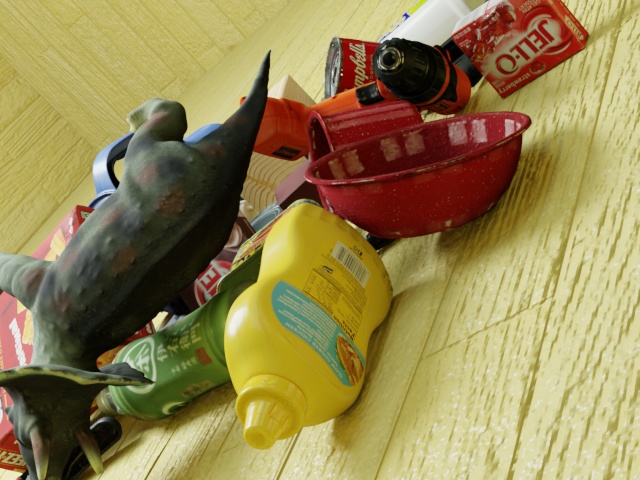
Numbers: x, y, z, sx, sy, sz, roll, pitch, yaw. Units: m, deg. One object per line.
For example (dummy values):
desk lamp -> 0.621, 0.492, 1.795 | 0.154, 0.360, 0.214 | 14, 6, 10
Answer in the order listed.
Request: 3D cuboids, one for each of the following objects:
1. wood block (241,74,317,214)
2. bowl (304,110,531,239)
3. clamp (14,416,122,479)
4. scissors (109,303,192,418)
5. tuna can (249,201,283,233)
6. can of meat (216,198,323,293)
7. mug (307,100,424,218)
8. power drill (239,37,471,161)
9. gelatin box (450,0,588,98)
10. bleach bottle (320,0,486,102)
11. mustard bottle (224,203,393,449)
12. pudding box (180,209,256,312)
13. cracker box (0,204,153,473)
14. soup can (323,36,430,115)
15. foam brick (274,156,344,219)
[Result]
wood block -> -0.045, -0.109, 1.232 | 0.090, 0.090, 0.206 | -40, 16, 17
bowl -> 0.073, -0.042, 0.747 | 0.162, 0.055, 0.162 | -15, 14, 4
clamp -> -0.245, 0.223, 0.948 | 0.172, 0.039, 0.120 | -36, 11, 48
scissors -> -0.150, 0.101, 1.075 | 0.096, 0.016, 0.201 | -35, 17, 28
tuna can -> -0.057, 0.001, 1.071 | 0.086, 0.033, 0.086 | -40, 15, 13
can of meat -> -0.034, 0.018, 0.926 | 0.102, 0.057, 0.084 | -38, 13, 19
mug -> 0.040, -0.061, 0.871 | 0.081, 0.093, 0.117 | -13, -26, -10
power drill -> 0.027, -0.123, 0.936 | 0.188, 0.057, 0.184 | -13, -8, 22
gelatin box -> 0.165, -0.171, 0.889 | 0.089, 0.073, 0.030 | -30, 21, 40
bleach bottle -> 0.090, -0.218, 1.238 | 0.251, 0.068, 0.102 | -35, 15, 36
mustard bottle -> -0.012, 0.060, 0.673 | 0.058, 0.096, 0.191 | -34, 18, 31
pudding box -> -0.105, 0.011, 1.019 | 0.090, 0.113, 0.039 | -39, -15, 16
cracker box -> -0.256, 0.095, 1.018 | 0.214, 0.072, 0.164 | -43, 46, 25
soup can -> 0.060, -0.161, 1.049 | 0.068, 0.102, 0.068 | -176, 90, -78
foam brick -> -0.007, -0.040, 1.020 | 0.051, 0.053, 0.078 | -42, 15, 6
